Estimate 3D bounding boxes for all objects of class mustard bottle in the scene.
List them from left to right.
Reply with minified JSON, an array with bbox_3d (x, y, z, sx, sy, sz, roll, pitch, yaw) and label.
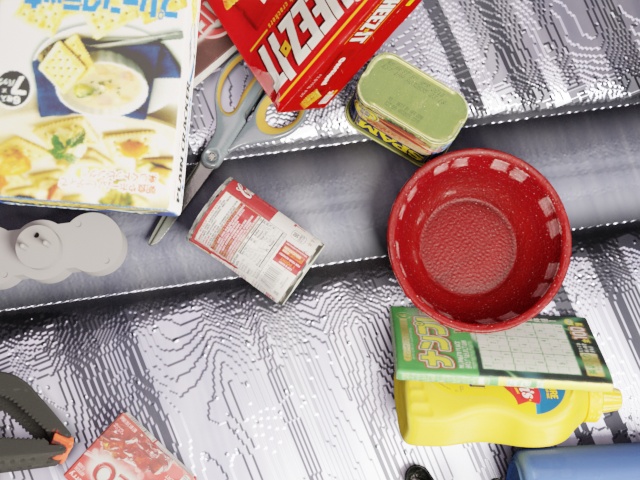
[{"bbox_3d":[0.162,0.134,0.912,0.191,0.096,0.058,2,123,-4],"label":"mustard bottle"}]

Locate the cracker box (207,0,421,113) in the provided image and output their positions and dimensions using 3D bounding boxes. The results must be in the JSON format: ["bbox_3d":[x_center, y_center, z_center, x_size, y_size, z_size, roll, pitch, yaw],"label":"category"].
[{"bbox_3d":[-0.027,-0.240,0.896,0.071,0.164,0.214,-16,69,-46],"label":"cracker box"}]

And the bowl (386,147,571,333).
[{"bbox_3d":[0.136,0.002,0.943,0.162,0.055,0.162,0,82,-3],"label":"bowl"}]

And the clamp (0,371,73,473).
[{"bbox_3d":[-0.310,0.143,0.881,0.210,0.036,0.164,29,43,-5],"label":"clamp"}]

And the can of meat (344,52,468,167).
[{"bbox_3d":[0.076,-0.115,0.941,0.102,0.084,0.057,31,82,1],"label":"can of meat"}]

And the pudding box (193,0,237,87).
[{"bbox_3d":[-0.133,-0.183,0.961,0.113,0.039,0.090,-42,87,-7],"label":"pudding box"}]

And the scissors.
[{"bbox_3d":[-0.077,-0.075,0.962,0.096,0.016,0.202,19,82,0],"label":"scissors"}]

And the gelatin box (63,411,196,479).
[{"bbox_3d":[-0.161,0.203,0.914,0.089,0.030,0.073,43,83,3],"label":"gelatin box"}]

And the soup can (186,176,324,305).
[{"bbox_3d":[-0.056,0.001,0.927,0.102,0.068,0.068,35,82,1],"label":"soup can"}]
